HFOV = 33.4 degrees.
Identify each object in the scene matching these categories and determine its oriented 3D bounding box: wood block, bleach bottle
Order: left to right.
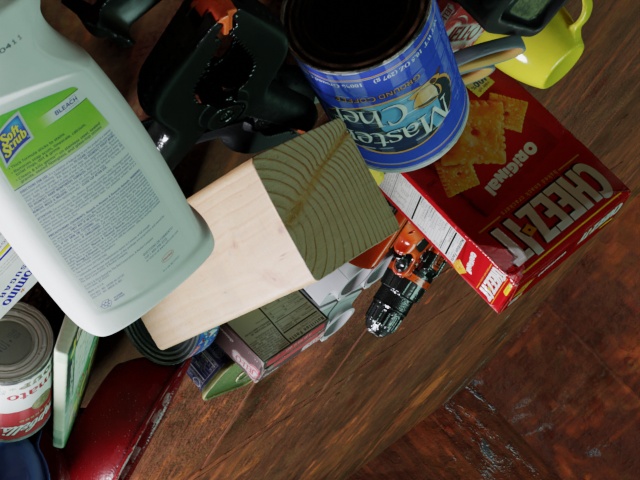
[{"bbox_3d":[-0.135,-0.055,0.544,0.102,0.068,0.251,-42,146,-18],"label":"bleach bottle"},{"bbox_3d":[-0.056,0.000,0.770,0.090,0.090,0.207,-29,-178,-41],"label":"wood block"}]

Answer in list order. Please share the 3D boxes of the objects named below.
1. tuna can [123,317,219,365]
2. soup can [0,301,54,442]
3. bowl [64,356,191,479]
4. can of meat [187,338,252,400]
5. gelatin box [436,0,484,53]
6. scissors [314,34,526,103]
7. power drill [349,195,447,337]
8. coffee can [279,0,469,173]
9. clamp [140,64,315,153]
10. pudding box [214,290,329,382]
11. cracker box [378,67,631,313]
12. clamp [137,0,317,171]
[{"bbox_3d":[-0.125,0.059,0.892,0.033,0.086,0.086,-22,154,-55],"label":"tuna can"},{"bbox_3d":[-0.228,0.096,0.778,0.068,0.068,0.102,-33,160,-30],"label":"soup can"},{"bbox_3d":[-0.173,0.159,0.921,0.162,0.055,0.162,-61,179,-2],"label":"bowl"},{"bbox_3d":[-0.103,0.102,1.058,0.057,0.084,0.101,-50,162,23],"label":"can of meat"},{"bbox_3d":[0.111,-0.183,0.935,0.073,0.030,0.089,-51,162,27],"label":"gelatin box"},{"bbox_3d":[0.074,-0.133,0.904,0.201,0.016,0.096,-17,173,-1],"label":"scissors"},{"bbox_3d":[0.080,0.011,1.140,0.184,0.057,0.187,-60,155,-1],"label":"power drill"},{"bbox_3d":[0.041,-0.123,0.743,0.103,0.103,0.140,-42,151,-3],"label":"coffee can"},{"bbox_3d":[-0.045,-0.104,0.751,0.120,0.039,0.171,-39,166,26],"label":"clamp"},{"bbox_3d":[-0.062,0.068,1.017,0.089,0.113,0.039,-30,156,-36],"label":"pudding box"},{"bbox_3d":[0.161,-0.064,1.022,0.164,0.214,0.072,-36,163,-21],"label":"cracker box"},{"bbox_3d":[-0.073,-0.082,0.642,0.164,0.036,0.210,-31,165,-10],"label":"clamp"}]
